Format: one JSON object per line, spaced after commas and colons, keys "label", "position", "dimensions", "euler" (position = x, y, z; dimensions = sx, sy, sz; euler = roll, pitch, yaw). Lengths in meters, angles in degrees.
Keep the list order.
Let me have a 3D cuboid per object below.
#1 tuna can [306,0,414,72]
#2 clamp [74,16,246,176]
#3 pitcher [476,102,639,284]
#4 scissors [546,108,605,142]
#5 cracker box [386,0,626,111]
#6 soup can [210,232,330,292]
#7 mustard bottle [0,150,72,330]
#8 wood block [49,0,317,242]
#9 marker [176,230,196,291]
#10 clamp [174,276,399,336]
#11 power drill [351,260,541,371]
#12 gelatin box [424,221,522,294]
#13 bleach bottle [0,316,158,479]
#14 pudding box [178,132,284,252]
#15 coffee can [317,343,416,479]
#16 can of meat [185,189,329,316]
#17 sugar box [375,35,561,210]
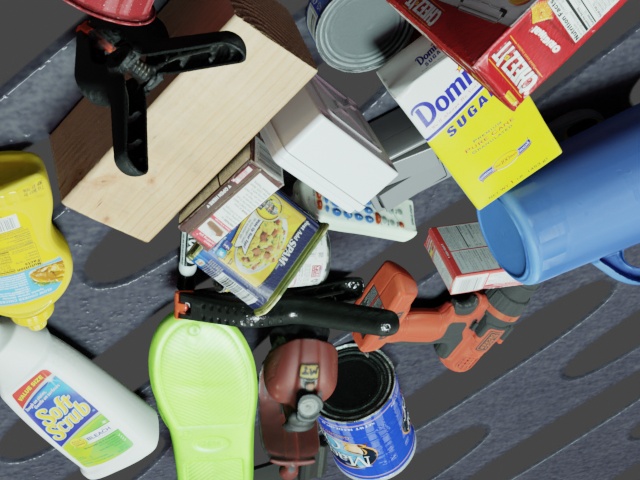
{"label": "tuna can", "position": [0.032, -0.182, 0.870], "dimensions": [0.086, 0.034, 0.086], "euler": [-12, 137, -12]}
{"label": "clamp", "position": [-0.123, -0.128, 0.765], "dimensions": [0.120, 0.172, 0.039], "euler": [-39, 138, 0]}
{"label": "pitcher", "position": [0.280, -0.041, 1.012], "dimensions": [0.242, 0.149, 0.145], "euler": [-23, 135, -12]}
{"label": "scissors", "position": [0.205, -0.110, 1.033], "dimensions": [0.201, 0.016, 0.096], "euler": [24, 119, -40]}
{"label": "cracker box", "position": [0.158, -0.219, 0.765], "dimensions": [0.214, 0.164, 0.072], "euler": [-45, 134, 8]}
{"label": "soup can", "position": [-0.049, 0.012, 1.010], "dimensions": [0.102, 0.068, 0.069], "euler": [-3, 135, -21]}
{"label": "mustard bottle", "position": [-0.266, 0.012, 0.923], "dimensions": [0.096, 0.058, 0.192], "euler": [-15, 138, -11]}
{"label": "wood block", "position": [-0.112, -0.107, 0.843], "dimensions": [0.206, 0.091, 0.090], "euler": [-43, 134, 21]}
{"label": "marker", "position": [-0.124, 0.006, 1.007], "dimensions": [0.020, 0.020, 0.121], "euler": [-6, 135, -18]}
{"label": "clamp", "position": [-0.033, 0.064, 1.025], "dimensions": [0.209, 0.165, 0.036], "euler": [-1, 99, -17]}
{"label": "power drill", "position": [0.138, 0.071, 1.159], "dimensions": [0.187, 0.057, 0.185], "euler": [10, 129, -31]}
{"label": "gelatin box", "position": [0.162, 0.016, 1.102], "dimensions": [0.089, 0.073, 0.030], "euler": [-7, 137, -18]}
{"label": "bleach bottle", "position": [-0.269, 0.148, 1.061], "dimensions": [0.103, 0.068, 0.250], "euler": [-26, 135, 15]}
{"label": "pudding box", "position": [-0.076, -0.055, 0.895], "dimensions": [0.090, 0.113, 0.039], "euler": [-41, 115, 19]}
{"label": "coffee can", "position": [0.048, 0.198, 1.218], "dimensions": [0.103, 0.103, 0.140], "euler": [-22, 138, -2]}
{"label": "can of meat", "position": [-0.056, 0.001, 0.940], "dimensions": [0.084, 0.058, 0.102], "euler": [38, 71, -10]}
{"label": "sugar box", "position": [0.128, -0.107, 0.895], "dimensions": [0.093, 0.048, 0.176], "euler": [-36, 139, 9]}
